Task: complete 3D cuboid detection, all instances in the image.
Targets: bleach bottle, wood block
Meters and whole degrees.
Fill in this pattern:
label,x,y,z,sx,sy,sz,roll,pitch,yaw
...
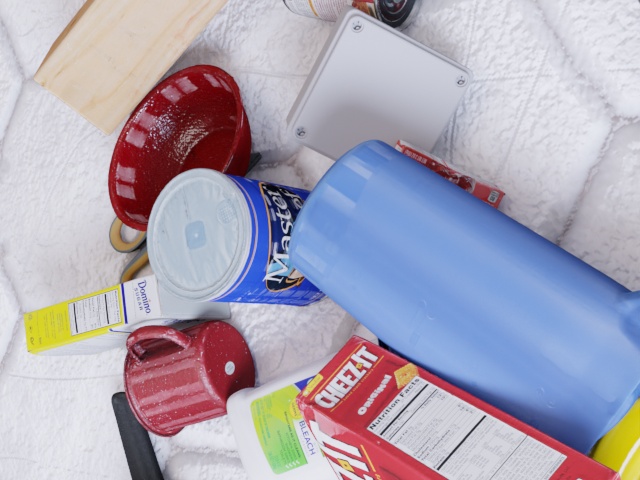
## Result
label,x,y,z,sx,sy,sz,roll,pitch,yaw
bleach bottle,0.045,0.117,0.834,0.251,0.068,0.102,-31,65,26
wood block,-0.159,-0.209,0.972,0.206,0.090,0.091,-43,23,25

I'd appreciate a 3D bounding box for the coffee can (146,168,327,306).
label,x,y,z,sx,sy,sz,roll,pitch,yaw
coffee can,-0.056,0.001,0.867,0.103,0.140,0.103,-4,83,35

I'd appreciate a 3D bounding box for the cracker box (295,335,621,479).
label,x,y,z,sx,sy,sz,roll,pitch,yaw
cracker box,0.096,0.172,0.683,0.072,0.164,0.214,-43,42,-22

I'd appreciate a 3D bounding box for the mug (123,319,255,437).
label,x,y,z,sx,sy,sz,roll,pitch,yaw
mug,-0.117,0.110,0.922,0.082,0.117,0.093,-19,39,28

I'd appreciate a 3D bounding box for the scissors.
label,x,y,z,sx,sy,sz,roll,pitch,yaw
scissors,-0.137,-0.033,1.005,0.202,0.016,0.096,-52,60,20

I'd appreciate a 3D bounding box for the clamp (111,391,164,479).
label,x,y,z,sx,sy,sz,roll,pitch,yaw
clamp,-0.161,0.264,0.982,0.210,0.036,0.165,40,108,31

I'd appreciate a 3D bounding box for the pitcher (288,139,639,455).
label,x,y,z,sx,sy,sz,roll,pitch,yaw
pitcher,0.097,0.047,0.714,0.243,0.145,0.149,36,80,16

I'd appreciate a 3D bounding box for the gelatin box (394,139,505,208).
label,x,y,z,sx,sy,sz,roll,pitch,yaw
gelatin box,0.083,-0.024,0.807,0.073,0.089,0.030,-63,12,12

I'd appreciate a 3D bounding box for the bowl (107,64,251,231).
label,x,y,z,sx,sy,sz,roll,pitch,yaw
bowl,-0.115,-0.074,0.954,0.162,0.055,0.162,-19,57,32

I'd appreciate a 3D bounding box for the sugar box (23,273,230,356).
label,x,y,z,sx,sy,sz,roll,pitch,yaw
sugar box,-0.179,0.069,0.979,0.177,0.093,0.048,-19,75,32

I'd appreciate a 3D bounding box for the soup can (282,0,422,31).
label,x,y,z,sx,sy,sz,roll,pitch,yaw
soup can,0.025,-0.211,0.873,0.102,0.068,0.068,18,96,35
